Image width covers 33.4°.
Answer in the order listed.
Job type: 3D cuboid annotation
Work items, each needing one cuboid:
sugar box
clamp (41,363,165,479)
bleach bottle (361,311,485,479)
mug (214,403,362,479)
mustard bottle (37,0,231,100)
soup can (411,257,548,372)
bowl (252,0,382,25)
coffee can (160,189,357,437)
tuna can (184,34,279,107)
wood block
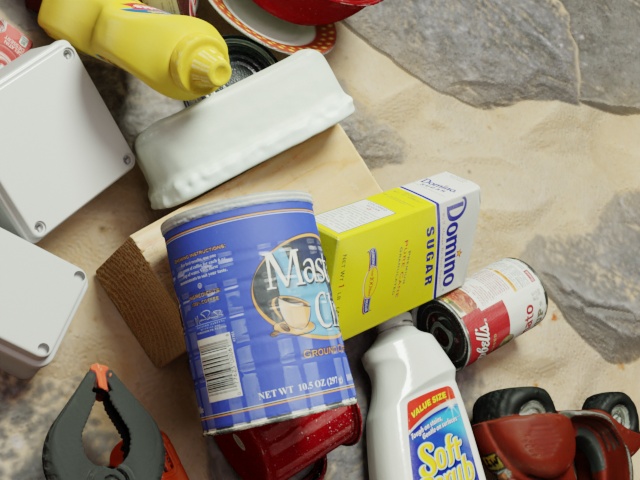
[{"bbox_3d":[0.053,0.011,0.816,0.175,0.093,0.048,-19,36,-42],"label":"sugar box"},{"bbox_3d":[-0.127,0.166,0.686,0.120,0.039,0.171,11,63,-24],"label":"clamp"},{"bbox_3d":[0.076,0.173,0.840,0.102,0.068,0.251,-2,68,-29],"label":"bleach bottle"},{"bbox_3d":[-0.027,0.140,0.791,0.081,0.093,0.117,-28,121,-29],"label":"mug"},{"bbox_3d":[-0.123,-0.142,0.769,0.096,0.192,0.058,13,102,-42],"label":"mustard bottle"},{"bbox_3d":[0.136,0.062,0.913,0.102,0.069,0.068,-24,82,-33],"label":"soup can"},{"bbox_3d":[-0.022,-0.236,0.919,0.162,0.055,0.162,21,39,-18],"label":"bowl"},{"bbox_3d":[-0.041,0.048,0.696,0.102,0.103,0.140,-8,81,-30],"label":"coffee can"},{"bbox_3d":[-0.072,-0.130,0.903,0.086,0.034,0.086,10,65,-24],"label":"tuna can"},{"bbox_3d":[-0.055,0.002,0.823,0.205,0.091,0.090,-32,88,-34],"label":"wood block"}]
